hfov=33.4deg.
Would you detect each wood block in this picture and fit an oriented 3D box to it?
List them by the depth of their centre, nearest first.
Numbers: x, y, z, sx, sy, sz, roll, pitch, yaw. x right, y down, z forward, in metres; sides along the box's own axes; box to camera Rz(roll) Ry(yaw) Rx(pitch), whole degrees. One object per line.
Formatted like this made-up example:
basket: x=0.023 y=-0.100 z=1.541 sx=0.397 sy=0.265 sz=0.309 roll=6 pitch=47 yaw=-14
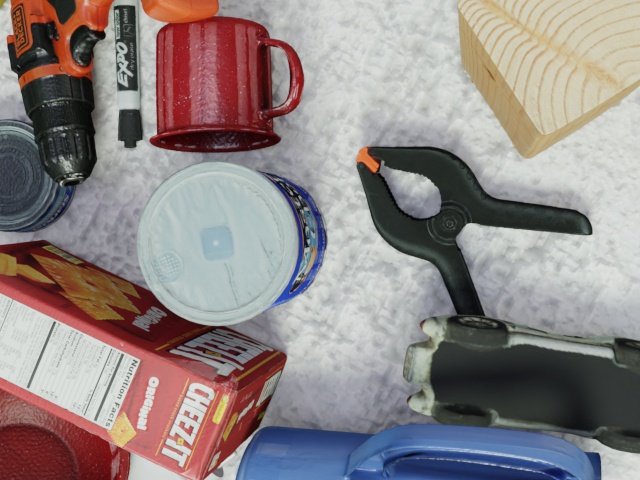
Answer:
wood block: x=0.145 y=-0.115 z=0.663 sx=0.090 sy=0.206 sz=0.091 roll=-33 pitch=87 yaw=8

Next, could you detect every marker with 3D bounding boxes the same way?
marker: x=-0.144 y=-0.130 z=0.801 sx=0.020 sy=0.020 sz=0.121 roll=-2 pitch=90 yaw=8

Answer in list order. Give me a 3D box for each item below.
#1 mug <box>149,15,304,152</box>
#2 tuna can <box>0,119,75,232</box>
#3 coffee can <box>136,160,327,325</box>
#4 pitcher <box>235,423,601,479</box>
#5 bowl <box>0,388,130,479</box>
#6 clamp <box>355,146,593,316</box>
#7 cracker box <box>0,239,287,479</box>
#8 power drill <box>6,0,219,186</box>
mug: x=-0.065 y=-0.110 z=0.751 sx=0.117 sy=0.093 sz=0.081 roll=-4 pitch=85 yaw=30
tuna can: x=-0.231 y=-0.048 z=0.808 sx=0.086 sy=0.033 sz=0.086 roll=0 pitch=91 yaw=9
coffee can: x=-0.055 y=0.001 z=0.727 sx=0.103 sy=0.140 sz=0.103 roll=0 pitch=91 yaw=8
pitcher: x=0.065 y=0.186 z=0.715 sx=0.243 sy=0.145 sz=0.149 roll=6 pitch=88 yaw=11
bowl: x=-0.218 y=0.164 z=0.761 sx=0.162 sy=0.055 sz=0.162 roll=5 pitch=61 yaw=-9
clamp: x=0.091 y=-0.002 z=0.758 sx=0.171 sy=0.039 sz=0.120 roll=29 pitch=92 yaw=7
cracker box: x=-0.143 y=0.072 z=0.730 sx=0.214 sy=0.164 sz=0.072 roll=24 pitch=96 yaw=8
power drill: x=-0.151 y=-0.149 z=0.735 sx=0.188 sy=0.057 sz=0.184 roll=-24 pitch=75 yaw=41
